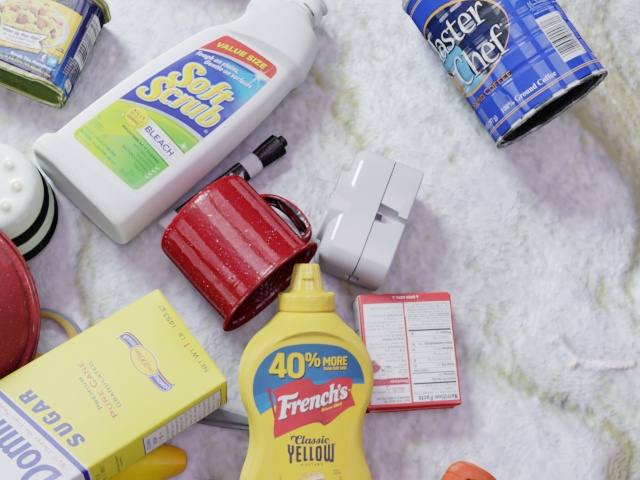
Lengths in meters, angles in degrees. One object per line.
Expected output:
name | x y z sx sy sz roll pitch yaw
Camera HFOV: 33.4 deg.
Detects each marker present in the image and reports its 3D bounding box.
marker | -0.074 -0.043 0.833 0.121 0.020 0.020 -39 83 -15

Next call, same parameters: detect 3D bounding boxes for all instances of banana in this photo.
banana | -0.192 0.187 0.753 0.197 0.037 0.069 -34 111 -11

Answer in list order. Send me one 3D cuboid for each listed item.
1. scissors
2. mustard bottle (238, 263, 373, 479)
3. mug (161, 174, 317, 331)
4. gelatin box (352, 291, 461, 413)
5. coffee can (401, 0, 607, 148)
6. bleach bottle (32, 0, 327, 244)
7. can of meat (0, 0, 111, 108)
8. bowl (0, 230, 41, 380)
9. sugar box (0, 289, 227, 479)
scissors | -0.148 0.096 0.790 0.201 0.016 0.096 -1 76 -7
mustard bottle | -0.010 0.112 0.759 0.096 0.058 0.191 0 90 -8
mug | -0.055 0.001 0.794 0.081 0.093 0.117 46 51 10
gelatin box | 0.065 0.085 0.812 0.073 0.030 0.089 -2 76 -9
coffee can | 0.144 -0.159 0.846 0.102 0.103 0.140 -31 82 -13
bleach bottle | -0.095 -0.115 0.827 0.102 0.068 0.250 44 73 4
can of meat | -0.226 -0.161 0.824 0.102 0.057 0.084 22 77 -1
bowl | -0.276 0.053 0.726 0.162 0.055 0.162 2 104 9
sugar box | -0.162 0.117 0.737 0.176 0.048 0.093 -31 65 -24
